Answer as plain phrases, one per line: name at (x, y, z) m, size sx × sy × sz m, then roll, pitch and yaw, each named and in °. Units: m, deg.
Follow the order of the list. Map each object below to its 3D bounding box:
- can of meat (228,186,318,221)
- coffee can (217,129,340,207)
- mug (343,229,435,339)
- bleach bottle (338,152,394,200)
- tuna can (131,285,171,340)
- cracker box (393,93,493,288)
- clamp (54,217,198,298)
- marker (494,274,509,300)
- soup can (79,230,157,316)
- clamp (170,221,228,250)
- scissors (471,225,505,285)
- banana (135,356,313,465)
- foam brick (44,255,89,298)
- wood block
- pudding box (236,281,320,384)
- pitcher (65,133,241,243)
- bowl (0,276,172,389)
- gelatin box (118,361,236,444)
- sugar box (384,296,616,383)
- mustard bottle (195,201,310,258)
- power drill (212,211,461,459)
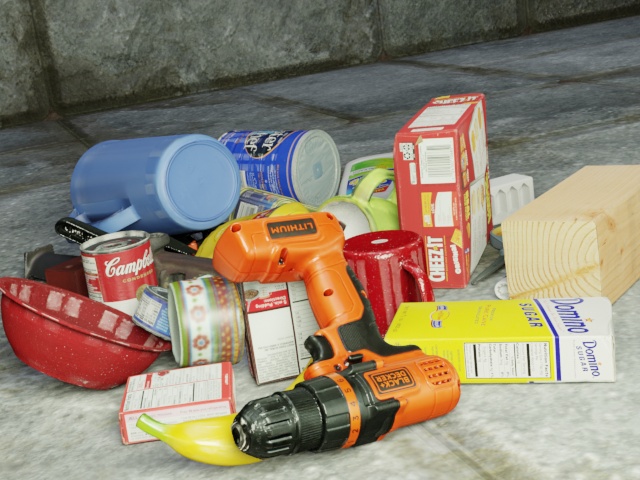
can of meat at (-0.044, -0.024, 1.274) m, size 0.101 × 0.057 × 0.084 m, roll 14°, pitch 2°, yaw -37°
coffee can at (-0.059, -0.093, 1.392) m, size 0.141 × 0.103 × 0.102 m, roll 4°, pitch 19°, yaw 34°
mug at (0.064, 0.041, 0.975) m, size 0.093 × 0.081 × 0.117 m, roll -15°, pitch 17°, yaw -25°
bleach bottle at (0.072, -0.048, 1.342) m, size 0.102 × 0.068 × 0.250 m, roll -8°, pitch 17°, yaw 6°
tuna can at (-0.126, 0.072, 0.975) m, size 0.086 × 0.034 × 0.086 m, roll 23°, pitch 2°, yaw -1°
cracker box at (0.136, -0.058, 1.147) m, size 0.072 × 0.164 × 0.213 m, roll -1°, pitch 17°, yaw 16°
clamp at (-0.200, 0.035, 1.156) m, size 0.171 × 0.120 × 0.039 m, roll 7°, pitch -33°, yaw -30°
marker at (0.203, 0.030, 1.060) m, size 0.020 × 0.020 × 0.120 m, roll 1°, pitch 17°, yaw 31°
soup can at (-0.192, 0.048, 1.043) m, size 0.068 × 0.102 × 0.068 m, roll -8°, pitch 15°, yaw 2°
clamp at (-0.131, -0.006, 1.338) m, size 0.164 × 0.036 × 0.210 m, roll -9°, pitch 11°, yaw -1°
scissors at (0.191, 0.011, 1.146) m, size 0.201 × 0.016 × 0.096 m, roll -21°, pitch 18°, yaw -40°
banana at (-0.035, 0.121, 0.778) m, size 0.197 × 0.070 × 0.037 m, roll -15°, pitch -29°, yaw -43°
foam brick at (-0.257, 0.046, 1.186) m, size 0.053 × 0.051 × 0.078 m, roll 3°, pitch 19°, yaw 37°
wood block at (0.263, -0.006, 1.028) m, size 0.091 × 0.090 × 0.205 m, roll 2°, pitch 19°, yaw 35°
pudding box at (-0.022, 0.058, 0.899) m, size 0.090 × 0.113 × 0.039 m, roll -10°, pitch 13°, yaw -11°
pitcher at (-0.204, -0.058, 1.275) m, size 0.144 × 0.149 × 0.243 m, roll 14°, pitch -8°, yaw -32°
bowl at (-0.213, 0.087, 0.928) m, size 0.162 × 0.055 × 0.162 m, roll 22°, pitch 1°, yaw -1°
gelatin box at (-0.112, 0.129, 0.845) m, size 0.089 × 0.030 × 0.073 m, roll -8°, pitch 16°, yaw -3°
sugar box at (0.146, 0.079, 0.860) m, size 0.176 × 0.048 × 0.093 m, roll -5°, pitch 15°, yaw 15°
mustard bottle at (-0.058, 0.001, 1.126) m, size 0.096 × 0.058 × 0.192 m, roll -42°, pitch 15°, yaw -30°
power drill at (-0.009, 0.067, 0.780) m, size 0.184 × 0.057 × 0.188 m, roll -6°, pitch 53°, yaw -35°
